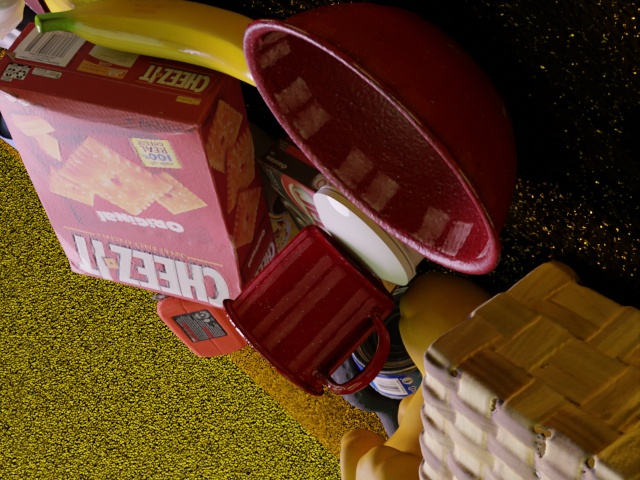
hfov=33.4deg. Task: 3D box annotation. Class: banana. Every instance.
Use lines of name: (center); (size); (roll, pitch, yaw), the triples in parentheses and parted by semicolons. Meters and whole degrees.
banana: (-0.083, -0.123, 0.663); (0.198, 0.069, 0.037); (15, 129, 29)

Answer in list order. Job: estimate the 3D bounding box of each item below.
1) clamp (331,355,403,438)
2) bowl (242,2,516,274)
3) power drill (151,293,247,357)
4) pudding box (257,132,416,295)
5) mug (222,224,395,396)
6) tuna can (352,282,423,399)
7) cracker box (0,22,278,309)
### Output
clamp: (0.053, 0.121, 0.869); (0.039, 0.120, 0.171); (-21, 143, 34)
bowl: (0.039, -0.058, 0.507); (0.162, 0.055, 0.162); (42, 168, 11)
power drill: (-0.108, 0.012, 1.018); (0.184, 0.057, 0.187); (56, -158, -53)
pudding box: (0.013, -0.018, 0.772); (0.090, 0.039, 0.113); (33, 164, 41)
mug: (0.002, 0.050, 0.707); (0.117, 0.081, 0.093); (48, -174, 39)
tuna can: (0.065, 0.073, 0.795); (0.086, 0.086, 0.033); (32, 162, 47)
cracker box: (-0.129, -0.045, 0.781); (0.164, 0.072, 0.214); (13, 143, 17)
